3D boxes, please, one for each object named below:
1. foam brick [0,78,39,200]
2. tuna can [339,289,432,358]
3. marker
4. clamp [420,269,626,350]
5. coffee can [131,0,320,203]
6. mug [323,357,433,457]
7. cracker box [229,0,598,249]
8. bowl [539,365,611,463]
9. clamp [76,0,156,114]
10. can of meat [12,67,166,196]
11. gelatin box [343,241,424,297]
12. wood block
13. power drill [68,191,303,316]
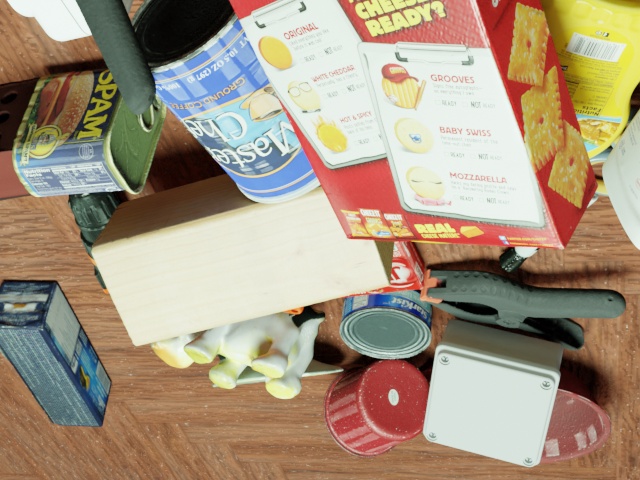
[{"bbox_3d":[-0.232,-0.077,0.819,0.053,0.078,0.051,-8,140,18],"label":"foam brick"},{"bbox_3d":[0.062,0.074,0.998,0.086,0.033,0.086,6,143,4],"label":"tuna can"},{"bbox_3d":[0.184,-0.008,0.876,0.020,0.020,0.121,21,142,-16],"label":"marker"},{"bbox_3d":[0.177,0.054,0.935,0.171,0.039,0.120,14,152,-10],"label":"clamp"},{"bbox_3d":[-0.051,-0.107,0.723,0.103,0.102,0.140,-14,137,27],"label":"coffee can"},{"bbox_3d":[0.069,0.157,1.056,0.117,0.093,0.082,-26,173,-26],"label":"mug"},{"bbox_3d":[0.057,-0.097,0.642,0.164,0.072,0.213,3,133,39],"label":"cracker box"},{"bbox_3d":[0.207,0.164,1.069,0.162,0.055,0.162,6,143,4],"label":"bowl"},{"bbox_3d":[-0.151,-0.181,0.617,0.164,0.036,0.210,22,112,1],"label":"clamp"},{"bbox_3d":[-0.169,-0.081,0.783,0.084,0.102,0.057,-4,142,19],"label":"can of meat"},{"bbox_3d":[0.039,0.017,0.928,0.089,0.030,0.073,-6,142,20],"label":"gelatin box"},{"bbox_3d":[-0.056,0.001,0.817,0.206,0.090,0.090,-14,113,14],"label":"wood block"},{"bbox_3d":[-0.111,0.008,0.929,0.188,0.057,0.184,0,142,14],"label":"power drill"}]
